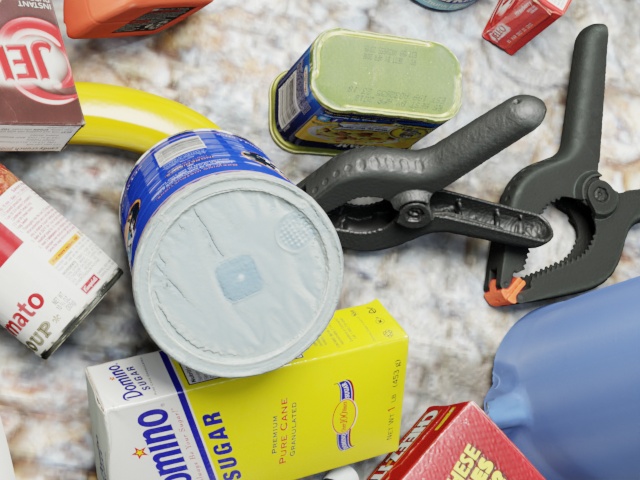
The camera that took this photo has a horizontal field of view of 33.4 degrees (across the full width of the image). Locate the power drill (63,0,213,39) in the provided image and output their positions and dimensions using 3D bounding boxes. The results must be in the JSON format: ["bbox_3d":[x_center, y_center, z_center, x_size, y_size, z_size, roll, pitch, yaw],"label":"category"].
[{"bbox_3d":[-0.141,-0.211,0.604,0.184,0.057,0.187,-25,94,-61],"label":"power drill"}]

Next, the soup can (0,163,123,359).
[{"bbox_3d":[-0.169,0.009,0.589,0.102,0.069,0.068,42,70,-7],"label":"soup can"}]

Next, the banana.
[{"bbox_3d":[-0.122,-0.059,0.634,0.197,0.037,0.069,17,73,-15],"label":"banana"}]

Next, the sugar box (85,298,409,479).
[{"bbox_3d":[-0.039,0.097,0.604,0.176,0.048,0.093,-14,126,-21],"label":"sugar box"}]

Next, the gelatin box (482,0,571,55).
[{"bbox_3d":[0.153,-0.180,0.730,0.030,0.073,0.089,32,72,-10],"label":"gelatin box"}]

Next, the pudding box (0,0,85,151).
[{"bbox_3d":[-0.190,-0.093,0.565,0.113,0.039,0.090,-5,68,-38],"label":"pudding box"}]

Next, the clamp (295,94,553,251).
[{"bbox_3d":[0.061,-0.036,0.648,0.171,0.120,0.039,-4,42,0],"label":"clamp"}]

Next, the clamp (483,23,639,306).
[{"bbox_3d":[0.193,-0.026,0.733,0.164,0.036,0.210,40,72,-7],"label":"clamp"}]

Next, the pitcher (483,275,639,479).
[{"bbox_3d":[0.222,0.072,0.614,0.145,0.243,0.149,39,63,-6],"label":"pitcher"}]

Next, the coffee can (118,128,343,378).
[{"bbox_3d":[-0.054,0.001,0.574,0.102,0.140,0.103,-3,105,-13],"label":"coffee can"}]

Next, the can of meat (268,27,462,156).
[{"bbox_3d":[0.027,-0.090,0.665,0.102,0.084,0.057,4,78,-18],"label":"can of meat"}]
